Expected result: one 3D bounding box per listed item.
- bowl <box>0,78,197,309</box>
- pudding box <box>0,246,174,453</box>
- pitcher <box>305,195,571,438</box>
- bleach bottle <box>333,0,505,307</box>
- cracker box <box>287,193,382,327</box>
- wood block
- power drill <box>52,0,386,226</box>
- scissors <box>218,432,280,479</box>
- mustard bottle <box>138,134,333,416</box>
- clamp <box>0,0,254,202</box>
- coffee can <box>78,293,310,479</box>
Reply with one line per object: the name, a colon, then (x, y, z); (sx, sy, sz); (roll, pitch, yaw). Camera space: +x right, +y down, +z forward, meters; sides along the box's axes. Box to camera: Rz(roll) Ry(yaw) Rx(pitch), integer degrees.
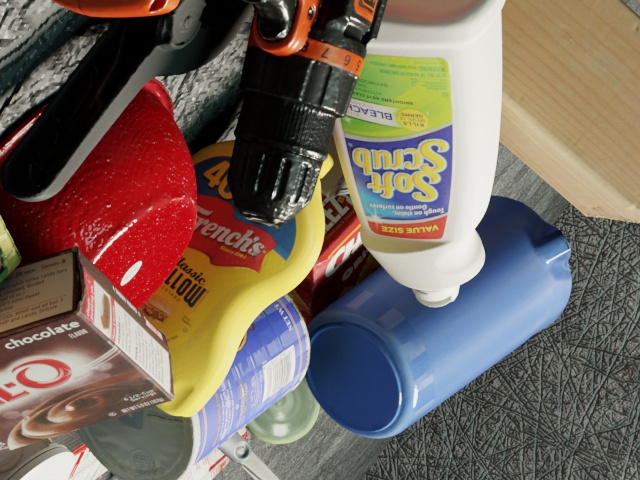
bowl: (-0.111, -0.001, 0.524); (0.162, 0.055, 0.162); (-46, 165, -16)
pudding box: (-0.134, 0.054, 0.469); (0.113, 0.039, 0.090); (-20, 145, 9)
pitcher: (0.089, 0.066, 0.884); (0.242, 0.145, 0.149); (-29, 136, -46)
bleach bottle: (0.061, -0.047, 0.604); (0.251, 0.103, 0.068); (74, 35, -47)
cracker box: (0.024, -0.008, 0.881); (0.164, 0.072, 0.214); (-46, 164, -20)
wood block: (0.126, -0.111, 0.632); (0.091, 0.206, 0.090); (-50, -172, -2)
power drill: (-0.030, -0.100, 0.409); (0.187, 0.057, 0.184); (9, 95, -68)
scissors: (-0.064, 0.148, 0.861); (0.016, 0.201, 0.096); (0, -118, 52)
mustard bottle: (-0.054, 0.001, 0.616); (0.191, 0.096, 0.058); (-51, 166, -4)
clamp: (-0.071, -0.102, 0.435); (0.171, 0.039, 0.120); (-50, 165, -37)
coffee can: (-0.086, 0.089, 0.725); (0.140, 0.103, 0.103); (-30, 155, -55)
